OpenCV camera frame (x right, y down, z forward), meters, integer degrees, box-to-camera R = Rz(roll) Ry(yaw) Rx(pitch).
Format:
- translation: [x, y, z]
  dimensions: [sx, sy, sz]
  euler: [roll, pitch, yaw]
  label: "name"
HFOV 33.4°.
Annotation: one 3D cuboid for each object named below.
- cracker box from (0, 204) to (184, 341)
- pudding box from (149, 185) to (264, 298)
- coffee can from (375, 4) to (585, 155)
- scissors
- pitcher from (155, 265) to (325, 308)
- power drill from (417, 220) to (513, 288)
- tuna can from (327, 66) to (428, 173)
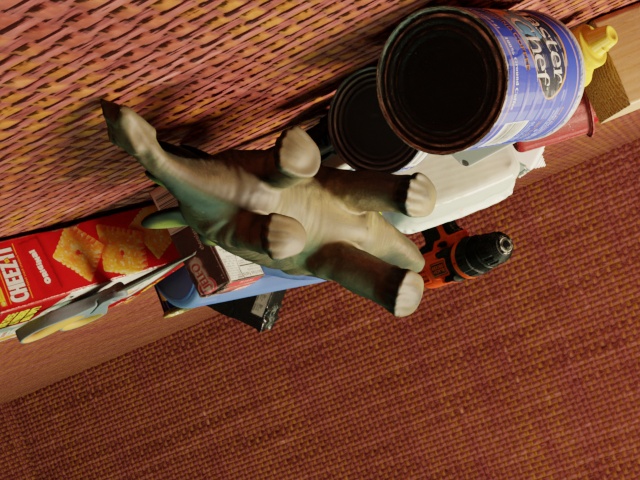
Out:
- translation: [-0.253, 0.034, 1.040]
  dimensions: [0.213, 0.072, 0.164]
  euler: [-16, 171, -40]
  label: "cracker box"
- translation: [-0.104, -0.005, 1.001]
  dimensions: [0.039, 0.113, 0.090]
  euler: [-26, 174, 16]
  label: "pudding box"
- translation: [0.120, -0.119, 0.784]
  dimensions: [0.103, 0.103, 0.140]
  euler: [-25, 174, 36]
  label: "coffee can"
- translation: [-0.190, 0.051, 0.996]
  dimensions: [0.202, 0.016, 0.096]
  euler: [-24, 174, 11]
  label: "scissors"
- translation: [-0.058, 0.001, 1.164]
  dimensions: [0.242, 0.145, 0.149]
  euler: [-14, 166, -40]
  label: "pitcher"
- translation: [0.155, -0.038, 1.343]
  dimensions: [0.057, 0.187, 0.185]
  euler: [-17, 175, -30]
  label: "power drill"
- translation: [0.051, -0.095, 0.848]
  dimensions: [0.086, 0.086, 0.033]
  euler: [-24, 176, 28]
  label: "tuna can"
